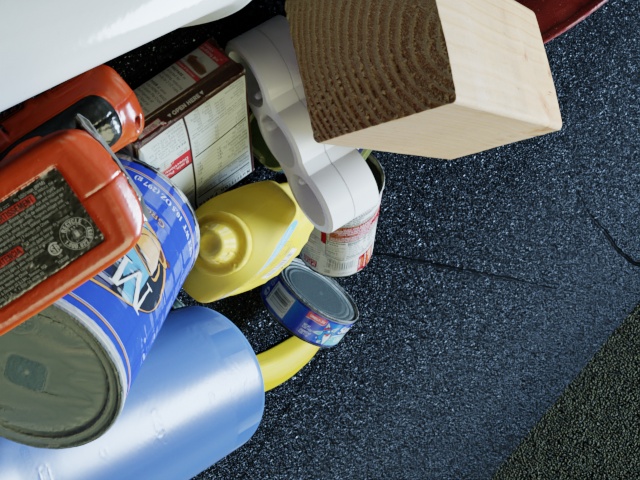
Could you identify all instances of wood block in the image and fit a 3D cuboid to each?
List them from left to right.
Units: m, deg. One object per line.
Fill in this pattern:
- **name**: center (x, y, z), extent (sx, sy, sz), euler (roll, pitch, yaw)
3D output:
- **wood block**: center (0.074, -0.109, 0.676), extent (0.091, 0.090, 0.205), euler (-15, 174, 28)

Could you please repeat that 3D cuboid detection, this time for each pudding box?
- **pudding box**: center (-0.088, -0.061, 0.679), extent (0.090, 0.039, 0.113), euler (-39, 159, -21)

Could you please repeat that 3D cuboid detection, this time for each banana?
- **banana**: center (-0.059, 0.119, 1.021), extent (0.070, 0.037, 0.197), euler (-53, 156, 15)

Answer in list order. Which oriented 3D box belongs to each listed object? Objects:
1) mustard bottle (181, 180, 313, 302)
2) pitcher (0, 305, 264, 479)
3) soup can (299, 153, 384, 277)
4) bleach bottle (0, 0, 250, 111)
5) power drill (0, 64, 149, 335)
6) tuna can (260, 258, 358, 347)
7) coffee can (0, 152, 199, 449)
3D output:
- **mustard bottle**: center (-0.055, 0.001, 0.738), extent (0.096, 0.058, 0.191), euler (-43, 177, 6)
- **pitcher**: center (-0.152, 0.111, 0.668), extent (0.242, 0.145, 0.149), euler (-20, 140, -50)
- **soup can**: center (0.015, -0.022, 0.881), extent (0.068, 0.068, 0.102), euler (-36, 155, -23)
- **bleach bottle**: center (-0.110, -0.113, 0.505), extent (0.250, 0.103, 0.068), euler (-34, 116, -43)
- **power drill**: center (-0.156, -0.011, 0.484), extent (0.184, 0.188, 0.057), euler (-36, 113, -5)
- **tuna can**: center (-0.010, 0.055, 0.940), extent (0.034, 0.086, 0.086), euler (-53, 156, 19)
- **coffee can**: center (-0.134, 0.029, 0.586), extent (0.140, 0.103, 0.103), euler (-71, -174, -55)
